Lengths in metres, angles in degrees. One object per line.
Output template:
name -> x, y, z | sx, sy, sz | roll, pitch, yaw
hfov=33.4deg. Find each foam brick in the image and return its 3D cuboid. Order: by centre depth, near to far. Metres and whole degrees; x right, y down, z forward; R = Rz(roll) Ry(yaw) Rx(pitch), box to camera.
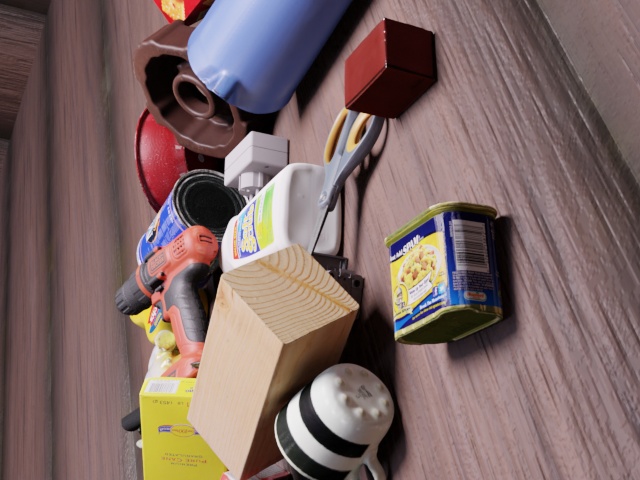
foam brick -> 0.061, -0.152, 0.957 | 0.078, 0.052, 0.051 | -40, 46, 54

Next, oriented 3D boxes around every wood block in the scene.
wood block -> -0.048, 0.115, 0.976 | 0.091, 0.090, 0.206 | 45, 139, 27

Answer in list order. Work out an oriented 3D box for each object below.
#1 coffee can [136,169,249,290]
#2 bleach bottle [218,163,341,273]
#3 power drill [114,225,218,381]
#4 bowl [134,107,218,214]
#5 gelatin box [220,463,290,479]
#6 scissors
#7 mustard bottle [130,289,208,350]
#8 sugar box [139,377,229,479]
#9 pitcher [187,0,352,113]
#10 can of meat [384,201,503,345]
coffee can -> -0.159, -0.008, 1.327 | 0.141, 0.102, 0.103 | -49, 39, 49
bleach bottle -> -0.058, 0.001, 1.152 | 0.251, 0.068, 0.102 | 146, 129, -61
power drill -> -0.175, 0.098, 1.231 | 0.185, 0.057, 0.188 | -37, 55, 40
bowl -> -0.180, -0.107, 1.408 | 0.055, 0.162, 0.162 | -6, 70, 23
gelatin box -> -0.074, 0.260, 1.050 | 0.030, 0.089, 0.073 | 30, 102, 28
scissors -> 0.019, -0.051, 1.004 | 0.096, 0.016, 0.201 | -32, 39, 50
mustard bottle -> -0.194, 0.095, 1.413 | 0.096, 0.058, 0.192 | -54, 26, -4
sugar box -> -0.143, 0.234, 1.151 | 0.048, 0.093, 0.176 | -76, -13, -69
pitcher -> -0.032, -0.263, 1.134 | 0.243, 0.144, 0.149 | -47, 53, 45
can of meat -> 0.093, 0.028, 0.812 | 0.102, 0.057, 0.084 | 142, 130, -57
